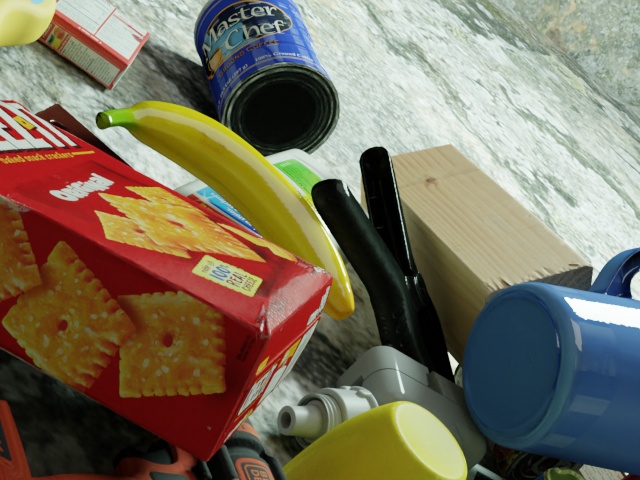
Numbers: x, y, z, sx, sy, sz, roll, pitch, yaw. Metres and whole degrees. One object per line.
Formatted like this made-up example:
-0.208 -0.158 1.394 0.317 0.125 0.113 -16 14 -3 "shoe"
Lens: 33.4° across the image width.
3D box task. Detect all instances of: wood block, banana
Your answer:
0.115 0.012 0.845 0.090 0.090 0.206 -13 35 -18 "wood block"
-0.051 -0.028 0.670 0.197 0.037 0.069 38 47 -11 "banana"

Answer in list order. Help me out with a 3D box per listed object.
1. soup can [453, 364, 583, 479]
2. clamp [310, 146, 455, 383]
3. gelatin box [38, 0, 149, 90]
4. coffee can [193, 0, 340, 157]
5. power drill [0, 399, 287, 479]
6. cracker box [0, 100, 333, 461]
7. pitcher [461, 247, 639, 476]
0.152 0.133 0.818 0.068 0.069 0.102 23 29 -39 "soup can"
0.056 0.031 0.771 0.210 0.036 0.164 67 20 -14 "clamp"
-0.180 -0.164 0.847 0.073 0.030 0.089 35 24 -14 "gelatin box"
-0.049 -0.148 0.935 0.102 0.103 0.140 26 29 -35 "coffee can"
-0.096 0.100 0.489 0.187 0.057 0.184 20 25 -40 "power drill"
-0.109 0.005 0.516 0.214 0.072 0.164 29 11 7 "cracker box"
0.222 0.091 0.738 0.242 0.145 0.149 14 31 -30 "pitcher"
